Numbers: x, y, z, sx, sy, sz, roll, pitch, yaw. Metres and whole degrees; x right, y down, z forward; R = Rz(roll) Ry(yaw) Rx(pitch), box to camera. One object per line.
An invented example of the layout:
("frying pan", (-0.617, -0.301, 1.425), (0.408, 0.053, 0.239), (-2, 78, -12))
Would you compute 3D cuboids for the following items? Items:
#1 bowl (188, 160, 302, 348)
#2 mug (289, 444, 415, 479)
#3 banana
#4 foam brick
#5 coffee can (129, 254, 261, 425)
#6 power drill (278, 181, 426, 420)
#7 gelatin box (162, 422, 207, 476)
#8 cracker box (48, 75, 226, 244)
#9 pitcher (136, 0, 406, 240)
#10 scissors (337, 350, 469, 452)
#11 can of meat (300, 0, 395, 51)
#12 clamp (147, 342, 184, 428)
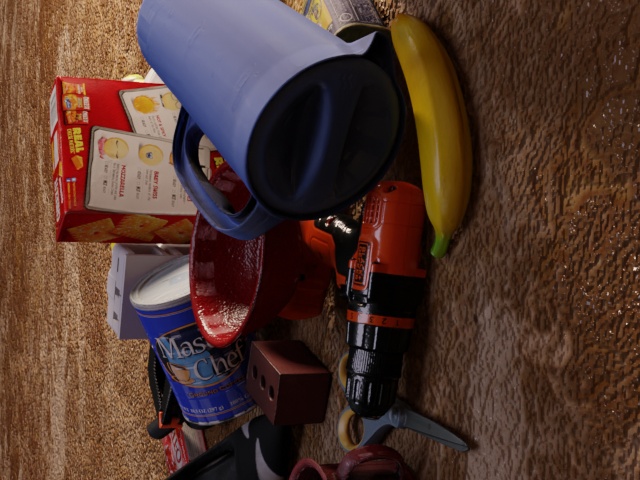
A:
("bowl", (-0.059, 0.012, 0.914), (0.162, 0.055, 0.162), (-20, 67, 61))
("mug", (0.030, 0.204, 0.823), (0.093, 0.081, 0.117), (-125, 43, -52))
("banana", (0.080, -0.090, 0.786), (0.070, 0.037, 0.198), (-33, 59, 58))
("foam brick", (-0.031, 0.132, 0.995), (0.078, 0.051, 0.053), (-142, 57, -60))
("coffee can", (-0.114, 0.095, 1.053), (0.103, 0.102, 0.140), (30, 144, 62))
("power drill", (0.019, 0.041, 0.882), (0.188, 0.057, 0.184), (10, 91, 62))
("gelatin box", (-0.167, 0.251, 1.303), (0.073, 0.030, 0.089), (117, 145, -42))
("cracker box", (-0.172, -0.080, 1.119), (0.072, 0.213, 0.164), (128, 137, -54))
("pitcher", (-0.058, -0.121, 0.839), (0.243, 0.149, 0.145), (46, 150, 44))
("scissors", (0.056, 0.153, 0.845), (0.202, 0.016, 0.096), (-137, 56, -60))
("can of meat", (0.015, -0.164, 0.911), (0.084, 0.057, 0.102), (-110, 32, -41))
("clamp", (-0.168, 0.104, 1.210), (0.165, 0.036, 0.210), (-35, 56, 56))
